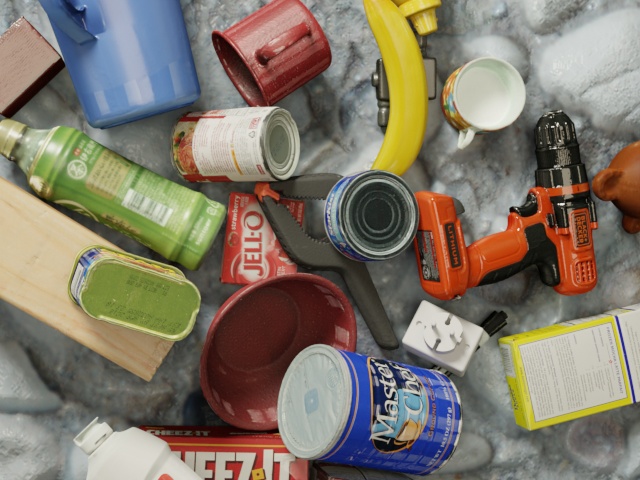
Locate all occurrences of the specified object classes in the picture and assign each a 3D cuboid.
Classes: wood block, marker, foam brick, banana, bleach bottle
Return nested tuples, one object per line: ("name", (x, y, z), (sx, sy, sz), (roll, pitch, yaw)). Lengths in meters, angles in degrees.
("wood block", (-0.224, 0.032, 0.959), (0.206, 0.091, 0.090), (33, 85, -18))
("marker", (0.140, 0.113, 1.066), (0.121, 0.020, 0.020), (-42, 96, -6))
("foam brick", (-0.282, -0.158, 0.988), (0.078, 0.053, 0.051), (-45, 96, -6))
("banana", (0.070, -0.139, 1.021), (0.069, 0.037, 0.198), (1, 106, -9))
("bleach bottle", (-0.126, 0.261, 0.938), (0.102, 0.068, 0.251), (-44, 91, -6))

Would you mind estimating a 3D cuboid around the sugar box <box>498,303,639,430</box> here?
("sugar box", (0.275, 0.123, 1.072), (0.176, 0.048, 0.093), (-12, 92, -11))

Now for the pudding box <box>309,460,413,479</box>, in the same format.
("pudding box", (0.040, 0.236, 1.005), (0.090, 0.113, 0.039), (8, 86, -8))

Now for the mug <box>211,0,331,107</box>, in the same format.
("mug", (-0.041, -0.178, 0.992), (0.081, 0.117, 0.093), (-35, 94, -11))

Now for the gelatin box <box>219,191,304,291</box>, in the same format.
("gelatin box", (-0.057, 0.001, 1.031), (0.073, 0.030, 0.089), (7, 89, -8))

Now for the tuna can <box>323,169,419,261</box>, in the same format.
("tuna can", (0.048, -0.023, 0.991), (0.086, 0.034, 0.086), (1, 89, -23))

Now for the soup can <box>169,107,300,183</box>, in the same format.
("soup can", (-0.078, -0.087, 0.985), (0.102, 0.068, 0.068), (1, 90, 28))

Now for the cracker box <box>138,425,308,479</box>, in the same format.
("cracker box", (-0.096, 0.287, 1.008), (0.164, 0.072, 0.214), (2, 89, -8))

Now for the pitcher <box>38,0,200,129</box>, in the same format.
("pitcher", (-0.195, -0.226, 0.952), (0.149, 0.145, 0.243), (-19, 98, -22))

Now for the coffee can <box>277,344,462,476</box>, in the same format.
("coffee can", (0.046, 0.158, 0.985), (0.140, 0.103, 0.103), (16, 88, -34))

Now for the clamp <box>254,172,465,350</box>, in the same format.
("clamp", (0.035, -0.012, 1.025), (0.209, 0.036, 0.164), (35, 83, -21))

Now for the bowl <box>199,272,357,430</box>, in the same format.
("bowl", (-0.048, 0.095, 1.003), (0.161, 0.055, 0.162), (-12, 117, -25))

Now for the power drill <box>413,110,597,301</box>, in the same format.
("power drill", (0.181, -0.025, 1.033), (0.187, 0.057, 0.184), (-11, 94, -20))

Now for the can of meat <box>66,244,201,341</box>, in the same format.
("can of meat", (-0.155, 0.044, 0.889), (0.102, 0.084, 0.057), (18, 89, -19))
